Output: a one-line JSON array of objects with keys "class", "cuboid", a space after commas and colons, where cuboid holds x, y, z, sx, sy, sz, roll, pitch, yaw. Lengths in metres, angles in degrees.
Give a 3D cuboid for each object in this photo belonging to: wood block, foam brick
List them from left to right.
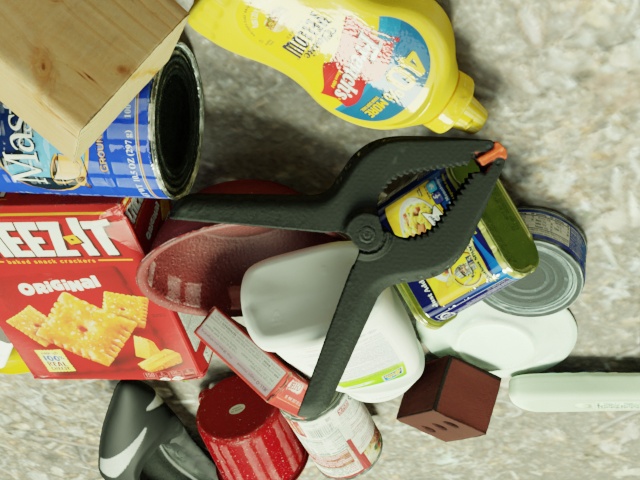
[{"class": "wood block", "cuboid": [-0.182, -0.149, 0.578, 0.206, 0.090, 0.091, 41, 164, -7]}, {"class": "foam brick", "cuboid": [0.107, 0.134, 0.900, 0.053, 0.051, 0.078, 25, 159, -11]}]

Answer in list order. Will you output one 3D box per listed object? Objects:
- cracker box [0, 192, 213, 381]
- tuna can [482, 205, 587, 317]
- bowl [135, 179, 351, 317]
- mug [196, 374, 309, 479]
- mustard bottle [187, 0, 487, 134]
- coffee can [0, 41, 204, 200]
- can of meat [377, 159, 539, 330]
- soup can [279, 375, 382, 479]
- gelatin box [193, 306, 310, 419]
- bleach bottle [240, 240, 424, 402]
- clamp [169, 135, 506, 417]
[{"class": "cracker box", "cuboid": [-0.190, 0.026, 0.856, 0.164, 0.072, 0.213, -1, 137, 15]}, {"class": "tuna can", "cuboid": [0.151, 0.017, 0.781, 0.086, 0.033, 0.086, 9, 136, 8]}, {"class": "bowl", "cuboid": [-0.055, 0.001, 0.782, 0.162, 0.055, 0.162, -6, 153, -3]}, {"class": "mug", "cuboid": [-0.073, 0.173, 0.993, 0.117, 0.093, 0.081, 29, 149, 42]}, {"class": "mustard bottle", "cuboid": [0.022, -0.119, 0.644, 0.191, 0.058, 0.096, 30, 132, -19]}, {"class": "coffee can", "cuboid": [-0.158, -0.080, 0.701, 0.140, 0.102, 0.103, 3, 139, 11]}, {"class": "can of meat", "cuboid": [0.090, -0.002, 0.736, 0.084, 0.057, 0.102, -34, 83, 38]}, {"class": "soup can", "cuboid": [0.009, 0.162, 0.962, 0.069, 0.068, 0.102, -7, 135, 22]}, {"class": "gelatin box", "cuboid": [-0.046, 0.094, 0.815, 0.089, 0.030, 0.073, 37, 177, 29]}, {"class": "bleach bottle", "cuboid": [0.022, 0.080, 0.829, 0.102, 0.068, 0.250, -15, 155, 8]}, {"class": "clamp", "cuboid": [0.030, 0.006, 0.682, 0.210, 0.036, 0.164, -26, 94, 3]}]
